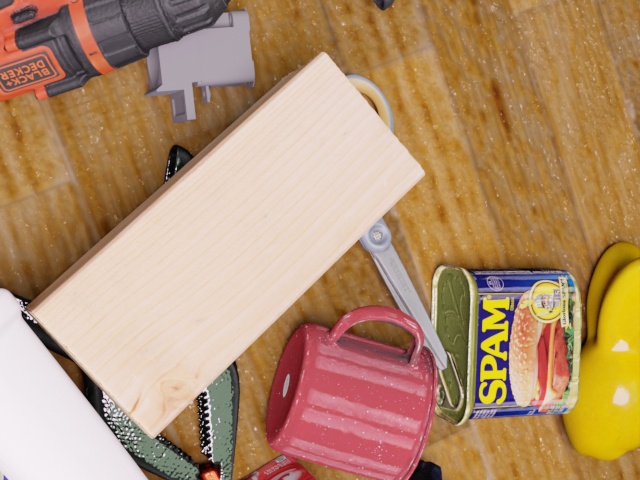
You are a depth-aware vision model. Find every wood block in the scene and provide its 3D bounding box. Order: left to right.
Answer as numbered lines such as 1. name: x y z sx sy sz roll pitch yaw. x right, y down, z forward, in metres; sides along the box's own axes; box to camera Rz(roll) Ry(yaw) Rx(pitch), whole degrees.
1. wood block: -0.054 0.001 0.595 0.206 0.090 0.091 -44 101 -14

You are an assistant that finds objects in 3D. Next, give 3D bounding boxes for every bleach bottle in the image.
1. bleach bottle: -0.118 0.143 0.557 0.250 0.103 0.068 52 56 -12

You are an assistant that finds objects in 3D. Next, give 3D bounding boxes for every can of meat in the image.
1. can of meat: 0.121 0.067 0.701 0.083 0.057 0.102 0 94 -19

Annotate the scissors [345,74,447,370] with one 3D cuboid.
1. scissors: 0.043 -0.021 0.683 0.096 0.016 0.201 -45 98 -14

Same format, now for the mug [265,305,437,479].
1. mug: 0.020 0.089 0.650 0.081 0.093 0.117 17 119 -12

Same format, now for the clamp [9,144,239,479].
1. clamp: -0.102 0.057 0.645 0.164 0.036 0.210 -36 101 -13

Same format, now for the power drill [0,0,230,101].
1. power drill: -0.157 -0.157 0.540 0.184 0.057 0.187 -18 133 7
